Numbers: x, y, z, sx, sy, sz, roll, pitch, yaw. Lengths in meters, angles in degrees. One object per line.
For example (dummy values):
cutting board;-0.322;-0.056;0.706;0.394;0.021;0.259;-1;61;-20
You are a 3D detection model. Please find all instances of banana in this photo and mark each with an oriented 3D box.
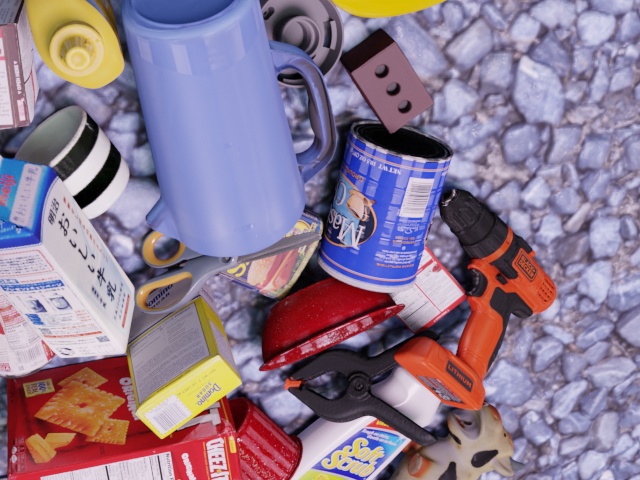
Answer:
banana;0.079;-0.238;0.972;0.197;0.037;0.070;-11;141;-25

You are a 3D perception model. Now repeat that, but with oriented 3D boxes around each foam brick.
foam brick;0.063;-0.151;1.016;0.053;0.051;0.078;-36;119;4

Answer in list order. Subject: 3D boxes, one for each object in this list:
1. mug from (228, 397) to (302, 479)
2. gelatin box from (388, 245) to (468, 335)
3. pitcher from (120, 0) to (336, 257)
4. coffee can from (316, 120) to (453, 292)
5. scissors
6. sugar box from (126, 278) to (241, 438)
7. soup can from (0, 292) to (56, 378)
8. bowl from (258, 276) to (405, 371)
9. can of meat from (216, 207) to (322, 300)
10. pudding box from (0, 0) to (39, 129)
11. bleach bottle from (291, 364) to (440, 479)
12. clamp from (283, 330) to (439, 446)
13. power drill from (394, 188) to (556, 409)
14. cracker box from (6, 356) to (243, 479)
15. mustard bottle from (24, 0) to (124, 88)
mug;-0.082;0.230;1.132;0.093;0.117;0.081;-24;120;36
gelatin box;0.103;0.049;1.137;0.073;0.030;0.089;-39;119;7
pitcher;-0.081;-0.115;0.912;0.145;0.149;0.243;13;141;19
coffee can;0.062;-0.034;1.044;0.102;0.103;0.140;7;113;-18
scissors;-0.097;0.004;1.011;0.202;0.096;0.016;-29;152;18
sugar box;-0.136;0.102;1.015;0.093;0.176;0.048;-34;117;3
soup can;-0.297;0.072;1.019;0.068;0.068;0.102;-15;119;-8
bowl;0.002;0.076;1.078;0.162;0.162;0.055;-24;80;-3
can of meat;-0.057;0.001;1.057;0.083;0.057;0.102;24;107;-26
pudding box;-0.262;-0.152;0.894;0.039;0.113;0.090;-6;116;-9
bleach bottle;0.040;0.215;1.185;0.251;0.068;0.102;-44;118;6
clamp;0.050;0.146;1.140;0.171;0.039;0.120;9;75;10
power drill;0.153;0.064;1.099;0.184;0.057;0.187;43;68;-26
cracker box;-0.196;0.183;1.046;0.213;0.164;0.072;-10;120;-10
mustard bottle;-0.197;-0.172;0.856;0.058;0.192;0.096;-33;119;2
